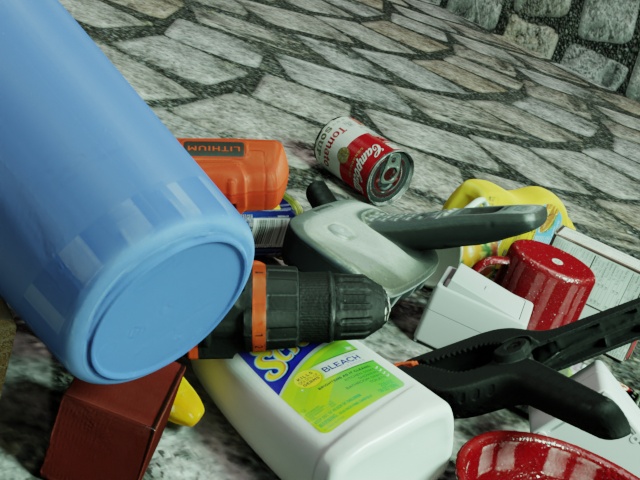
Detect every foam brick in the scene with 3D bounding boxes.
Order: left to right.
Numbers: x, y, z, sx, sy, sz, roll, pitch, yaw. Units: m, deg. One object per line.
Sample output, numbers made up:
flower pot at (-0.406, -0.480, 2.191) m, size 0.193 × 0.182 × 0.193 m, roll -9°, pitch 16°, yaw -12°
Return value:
foam brick at (-0.112, 0.097, 0.580) m, size 0.051 × 0.053 × 0.078 m, roll 20°, pitch 19°, yaw -2°

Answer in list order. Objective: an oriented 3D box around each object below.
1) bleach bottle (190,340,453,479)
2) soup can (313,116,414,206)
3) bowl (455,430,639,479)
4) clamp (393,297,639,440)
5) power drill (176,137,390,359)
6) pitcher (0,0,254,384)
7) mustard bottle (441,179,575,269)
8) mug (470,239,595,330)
bleach bottle at (-0.036, 0.080, 0.678) m, size 0.102 × 0.068 × 0.251 m, roll -24°, pitch 38°, yaw -32°
soup can at (0.048, -0.091, 1.205) m, size 0.068 × 0.068 × 0.102 m, roll 1°, pitch 27°, yaw -43°
bowl at (0.144, 0.179, 0.615) m, size 0.162 × 0.055 × 0.162 m, roll 18°, pitch 20°, yaw -7°
clamp at (0.135, 0.089, 0.710) m, size 0.210 × 0.036 × 0.164 m, roll -14°, pitch 15°, yaw 33°
power drill at (-0.054, 0.001, 0.686) m, size 0.184 × 0.057 × 0.187 m, roll 1°, pitch 33°, yaw -5°
pitcher at (-0.145, -0.039, 0.555) m, size 0.243 × 0.145 × 0.149 m, roll 45°, pitch 22°, yaw 26°
mustard bottle at (0.203, -0.011, 1.106) m, size 0.191 × 0.096 × 0.058 m, roll 2°, pitch 27°, yaw -42°
mug at (0.183, 0.048, 0.956) m, size 0.117 × 0.081 × 0.093 m, roll 17°, pitch 20°, yaw -11°
